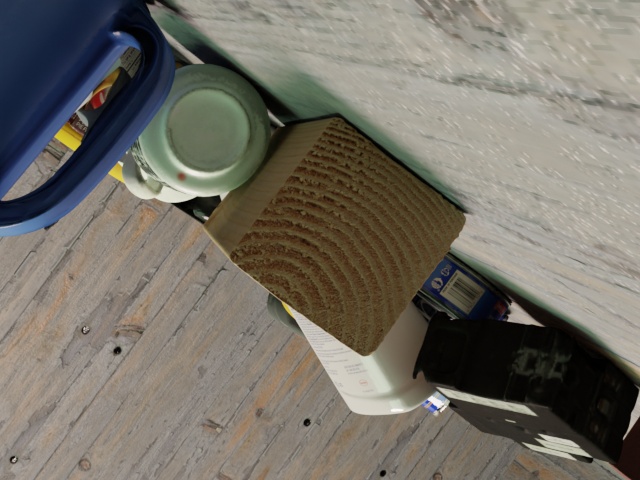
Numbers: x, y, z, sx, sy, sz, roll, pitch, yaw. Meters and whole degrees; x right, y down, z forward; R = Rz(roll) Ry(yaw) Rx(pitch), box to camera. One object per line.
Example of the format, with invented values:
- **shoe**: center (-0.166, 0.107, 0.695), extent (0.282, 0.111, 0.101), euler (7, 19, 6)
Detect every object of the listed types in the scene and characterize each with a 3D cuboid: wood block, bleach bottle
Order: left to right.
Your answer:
- **bleach bottle**: center (-0.004, 0.007, 0.775), extent (0.251, 0.068, 0.103), euler (57, 151, -8)
- **wood block**: center (-0.002, -0.009, 0.626), extent (0.090, 0.091, 0.206), euler (37, 178, -10)

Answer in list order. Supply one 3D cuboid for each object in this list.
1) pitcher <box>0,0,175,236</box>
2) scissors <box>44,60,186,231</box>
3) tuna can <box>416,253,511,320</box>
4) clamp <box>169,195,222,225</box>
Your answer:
- **pitcher**: center (-0.204, -0.066, 0.581), extent (0.144, 0.243, 0.149), euler (39, 170, -32)
- **scissors**: center (-0.134, -0.075, 0.725), extent (0.202, 0.096, 0.016), euler (-102, -5, -56)
- **tuna can**: center (0.095, 0.035, 0.784), extent (0.086, 0.034, 0.086), euler (36, 178, 1)
- **clamp**: center (-0.056, 0.001, 0.913), extent (0.171, 0.039, 0.120), euler (33, -178, -14)
